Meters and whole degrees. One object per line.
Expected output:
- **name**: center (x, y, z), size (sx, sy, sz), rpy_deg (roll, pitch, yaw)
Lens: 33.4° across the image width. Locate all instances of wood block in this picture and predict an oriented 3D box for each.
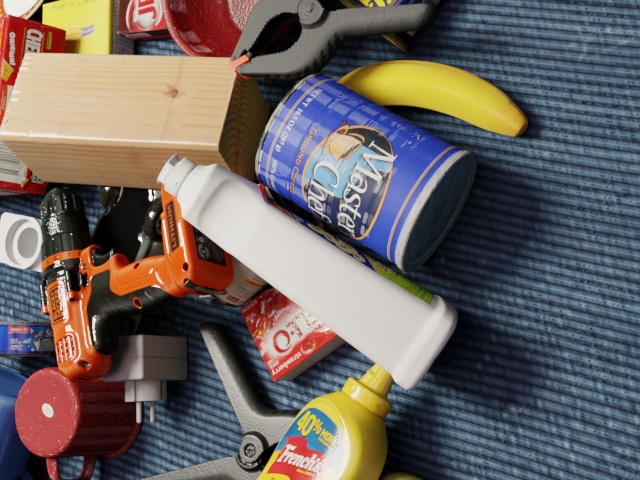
- **wood block**: center (-0.162, -0.104, 0.940), size (0.206, 0.090, 0.091), rpy_deg (5, 67, 17)

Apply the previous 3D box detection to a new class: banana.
- **banana**: center (0.074, -0.114, 0.872), size (0.198, 0.037, 0.069), rpy_deg (-1, 110, 34)

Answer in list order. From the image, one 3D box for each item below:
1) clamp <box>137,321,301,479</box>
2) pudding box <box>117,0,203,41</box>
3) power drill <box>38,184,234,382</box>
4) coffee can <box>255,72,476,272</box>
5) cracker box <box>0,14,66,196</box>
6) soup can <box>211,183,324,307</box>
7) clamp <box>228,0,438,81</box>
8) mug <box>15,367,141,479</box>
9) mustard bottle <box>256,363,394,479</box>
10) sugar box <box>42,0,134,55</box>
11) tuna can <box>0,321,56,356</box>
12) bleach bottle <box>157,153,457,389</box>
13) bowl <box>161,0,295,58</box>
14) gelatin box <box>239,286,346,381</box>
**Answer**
- **clamp**: center (-0.053, 0.168, 0.908), size (0.210, 0.036, 0.164), rpy_deg (14, 88, 29)
- **pudding box**: center (-0.147, -0.251, 1.020), size (0.090, 0.039, 0.113), rpy_deg (1, 84, 31)
- **power drill**: center (-0.167, 0.010, 0.916), size (0.188, 0.057, 0.184), rpy_deg (-27, 66, 31)
- **coffee can**: center (0.035, -0.054, 0.832), size (0.140, 0.102, 0.103), rpy_deg (32, 100, 20)
- **cracker box**: center (-0.342, -0.127, 1.074), size (0.214, 0.071, 0.164), rpy_deg (1, 84, 49)
- **soup can**: center (-0.056, 0.001, 0.915), size (0.102, 0.068, 0.068), rpy_deg (-43, 64, 20)
- **clamp**: center (0.007, -0.174, 0.845), size (0.172, 0.039, 0.120), rpy_deg (-42, 64, 14)
- **mug**: center (-0.228, 0.171, 0.988), size (0.093, 0.081, 0.117), rpy_deg (5, 86, 32)
- **mustard bottle**: center (-0.001, 0.179, 0.822), size (0.191, 0.058, 0.096), rpy_deg (-56, 31, -4)
- **sugar box**: center (-0.232, -0.151, 1.055), size (0.093, 0.048, 0.176), rpy_deg (-5, 80, 31)
- **tuna can**: center (-0.301, 0.097, 1.041), size (0.086, 0.086, 0.034), rpy_deg (-4, 83, 31)
- **bleach bottle**: center (-0.016, 0.013, 0.816), size (0.251, 0.102, 0.068), rpy_deg (33, 97, 4)
- **bowl**: center (-0.064, -0.228, 0.941), size (0.162, 0.055, 0.162), rpy_deg (-3, 85, 35)
- **gelatin box**: center (-0.016, 0.066, 0.903), size (0.089, 0.030, 0.073), rpy_deg (-37, 66, 22)
